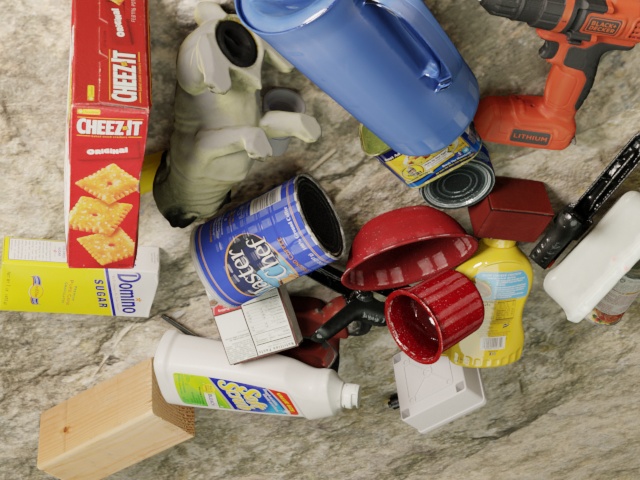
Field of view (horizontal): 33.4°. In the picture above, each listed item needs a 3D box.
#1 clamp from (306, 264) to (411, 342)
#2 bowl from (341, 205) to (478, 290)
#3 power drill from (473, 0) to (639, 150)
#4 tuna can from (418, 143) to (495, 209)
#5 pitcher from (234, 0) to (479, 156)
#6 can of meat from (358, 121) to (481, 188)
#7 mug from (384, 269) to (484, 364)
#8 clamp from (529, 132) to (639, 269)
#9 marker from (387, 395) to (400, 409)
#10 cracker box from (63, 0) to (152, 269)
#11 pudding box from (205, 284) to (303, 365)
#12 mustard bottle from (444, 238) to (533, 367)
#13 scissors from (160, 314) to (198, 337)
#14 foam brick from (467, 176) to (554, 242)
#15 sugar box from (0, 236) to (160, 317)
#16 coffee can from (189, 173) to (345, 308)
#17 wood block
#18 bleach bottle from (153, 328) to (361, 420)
[{"bbox_3d":[0.037,0.059,1.283,0.171,0.120,0.039,-5,154,-40],"label":"clamp"},{"bbox_3d":[0.096,0.003,1.217,0.162,0.055,0.162,-13,161,-5],"label":"bowl"},{"bbox_3d":[0.215,-0.174,1.037,0.184,0.057,0.188,7,140,-13],"label":"power drill"},{"bbox_3d":[0.147,-0.072,1.170,0.086,0.034,0.086,-5,141,-4],"label":"tuna can"},{"bbox_3d":[0.051,-0.173,0.945,0.145,0.149,0.242,-27,141,23],"label":"pitcher"},{"bbox_3d":[0.105,-0.107,1.102,0.102,0.057,0.083,-28,140,25],"label":"can of meat"},{"bbox_3d":[0.127,0.081,1.241,0.081,0.117,0.093,-27,119,-32],"label":"mug"},{"bbox_3d":[0.295,-0.030,1.214,0.164,0.036,0.210,-42,167,-21],"label":"clamp"},{"bbox_3d":[0.154,0.221,1.549,0.121,0.020,0.020,-21,140,16],"label":"marker"},{"bbox_3d":[-0.195,-0.101,0.971,0.072,0.164,0.214,1,141,-14],"label":"cracker box"},{"bbox_3d":[-0.081,0.083,1.270,0.090,0.039,0.113,-17,96,10],"label":"pudding box"},{"bbox_3d":[0.207,0.059,1.288,0.096,0.058,0.192,-1,115,-12],"label":"mustard bottle"},{"bbox_3d":[-0.117,0.153,1.386,0.096,0.016,0.201,15,159,40],"label":"scissors"},{"bbox_3d":[0.215,-0.036,1.213,0.078,0.053,0.051,5,140,-15],"label":"foam brick"},{"bbox_3d":[-0.278,0.045,1.233,0.176,0.048,0.093,6,140,-15],"label":"sugar box"},{"bbox_3d":[-0.058,0.001,1.172,0.140,0.103,0.102,-26,138,21],"label":"coffee can"},{"bbox_3d":[-0.278,0.250,1.454,0.206,0.091,0.090,-27,137,23],"label":"wood block"},{"bbox_3d":[-0.075,0.173,1.327,0.251,0.068,0.102,6,136,13],"label":"bleach bottle"}]
